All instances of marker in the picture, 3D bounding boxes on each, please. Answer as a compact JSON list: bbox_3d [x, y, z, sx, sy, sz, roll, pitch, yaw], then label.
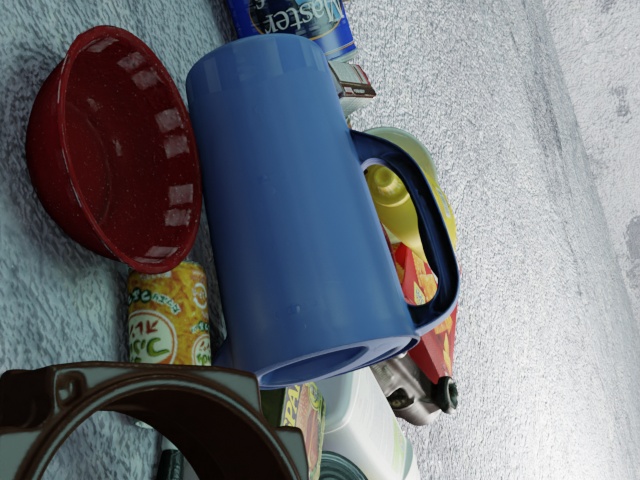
[{"bbox_3d":[-0.099,0.118,0.746,0.020,0.020,0.121,50,35,-49],"label":"marker"}]

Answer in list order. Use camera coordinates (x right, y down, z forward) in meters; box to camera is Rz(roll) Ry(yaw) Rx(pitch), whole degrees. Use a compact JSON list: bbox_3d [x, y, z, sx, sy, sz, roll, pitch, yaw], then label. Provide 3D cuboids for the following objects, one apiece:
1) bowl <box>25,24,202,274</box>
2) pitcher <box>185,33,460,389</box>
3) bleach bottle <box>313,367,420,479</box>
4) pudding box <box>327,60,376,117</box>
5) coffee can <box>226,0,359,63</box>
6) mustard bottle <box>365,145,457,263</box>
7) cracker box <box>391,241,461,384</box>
[{"bbox_3d":[-0.139,-0.053,0.686,0.162,0.055,0.162,-12,90,-68],"label":"bowl"},{"bbox_3d":[-0.012,-0.023,0.768,0.148,0.145,0.243,-2,71,-38],"label":"pitcher"},{"bbox_3d":[0.041,0.193,0.995,0.250,0.068,0.102,60,31,-43],"label":"bleach bottle"},{"bbox_3d":[-0.016,-0.112,0.938,0.039,0.114,0.090,61,21,4],"label":"pudding box"},{"bbox_3d":[-0.034,-0.219,0.961,0.102,0.103,0.140,-48,124,-63],"label":"coffee can"},{"bbox_3d":[0.081,-0.038,1.001,0.191,0.058,0.096,31,39,-71],"label":"mustard bottle"},{"bbox_3d":[0.100,0.053,1.191,0.213,0.072,0.164,-76,147,-48],"label":"cracker box"}]
